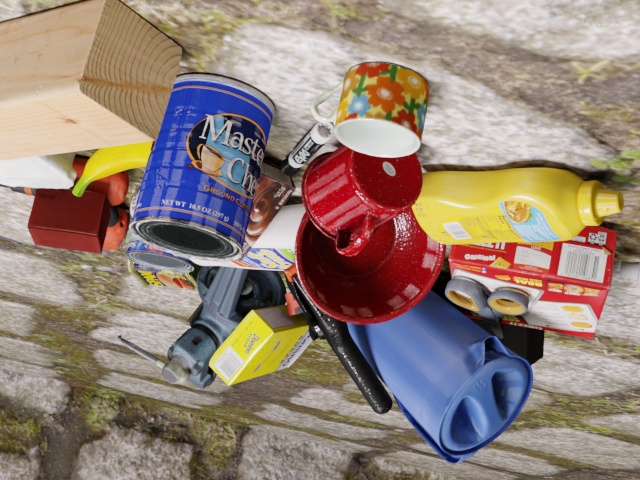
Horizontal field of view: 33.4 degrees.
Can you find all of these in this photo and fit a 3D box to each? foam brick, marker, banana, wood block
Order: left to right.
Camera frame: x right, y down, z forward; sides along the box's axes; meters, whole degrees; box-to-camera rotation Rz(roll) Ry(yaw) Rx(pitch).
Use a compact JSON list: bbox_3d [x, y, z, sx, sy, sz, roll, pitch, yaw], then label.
[{"bbox_3d":[-0.230,-0.133,0.912,0.207,0.090,0.090,-2,157,37],"label":"wood block"},{"bbox_3d":[-0.274,-0.023,1.169,0.078,0.053,0.051,8,156,0],"label":"foam brick"},{"bbox_3d":[-0.166,-0.078,1.072,0.198,0.069,0.037,1,177,32],"label":"banana"},{"bbox_3d":[-0.014,-0.087,1.028,0.020,0.020,0.121,16,161,-14],"label":"marker"}]

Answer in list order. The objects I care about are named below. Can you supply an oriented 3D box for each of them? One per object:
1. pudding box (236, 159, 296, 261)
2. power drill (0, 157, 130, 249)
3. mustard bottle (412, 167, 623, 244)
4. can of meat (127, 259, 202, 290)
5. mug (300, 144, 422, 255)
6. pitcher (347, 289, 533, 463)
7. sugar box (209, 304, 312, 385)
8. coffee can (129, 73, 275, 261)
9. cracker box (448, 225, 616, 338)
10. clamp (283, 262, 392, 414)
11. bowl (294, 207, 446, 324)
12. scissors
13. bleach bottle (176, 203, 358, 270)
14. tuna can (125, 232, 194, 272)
[{"bbox_3d":[-0.094,-0.039,1.101,0.089,0.039,0.114,22,119,-31],"label":"pudding box"},{"bbox_3d":[-0.308,-0.050,1.262,0.184,0.057,0.188,11,162,4],"label":"power drill"},{"bbox_3d":[0.188,-0.032,1.001,0.192,0.058,0.096,-1,150,35],"label":"mustard bottle"},{"bbox_3d":[-0.203,0.029,1.442,0.084,0.057,0.102,6,162,10],"label":"can of meat"},{"bbox_3d":[0.038,-0.042,0.983,0.093,0.117,0.082,23,154,-21],"label":"mug"},{"bbox_3d":[0.115,0.132,1.232,0.243,0.149,0.144,42,-177,42],"label":"pitcher"},{"bbox_3d":[-0.061,0.126,1.339,0.048,0.093,0.176,46,-163,18],"label":"sugar box"},{"bbox_3d":[-0.105,-0.064,0.958,0.103,0.140,0.103,11,162,3],"label":"coffee can"},{"bbox_3d":[0.230,0.038,1.170,0.164,0.072,0.213,10,163,13],"label":"cracker box"},{"bbox_3d":[0.013,0.099,1.197,0.165,0.036,0.210,46,167,38],"label":"clamp"},{"bbox_3d":[0.045,0.002,1.092,0.162,0.162,0.055,18,-172,-20],"label":"bowl"},{"bbox_3d":[0.203,0.082,1.177,0.096,0.016,0.201,3,161,34],"label":"scissors"},{"bbox_3d":[-0.058,0.001,1.219,0.251,0.068,0.102,-3,155,29],"label":"bleach bottle"},{"bbox_3d":[-0.195,0.012,1.316,0.086,0.034,0.086,9,165,2],"label":"tuna can"}]
